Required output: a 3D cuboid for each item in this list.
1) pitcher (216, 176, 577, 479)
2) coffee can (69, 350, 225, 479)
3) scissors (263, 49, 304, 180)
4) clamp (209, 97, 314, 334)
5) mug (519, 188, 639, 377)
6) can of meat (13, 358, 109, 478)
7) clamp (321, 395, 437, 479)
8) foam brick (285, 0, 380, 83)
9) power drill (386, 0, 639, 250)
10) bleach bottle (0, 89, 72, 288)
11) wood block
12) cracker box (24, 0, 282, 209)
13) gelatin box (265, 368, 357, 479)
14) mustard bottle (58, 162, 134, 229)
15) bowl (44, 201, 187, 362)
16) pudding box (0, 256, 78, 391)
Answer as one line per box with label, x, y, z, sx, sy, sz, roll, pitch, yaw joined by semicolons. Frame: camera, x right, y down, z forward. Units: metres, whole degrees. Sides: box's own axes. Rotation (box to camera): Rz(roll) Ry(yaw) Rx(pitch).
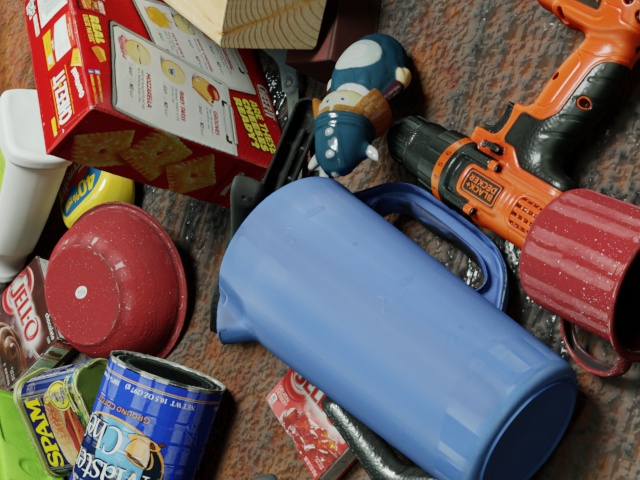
pitcher;0.058;0.059;0.733;0.243;0.144;0.149;36;110;36
coffee can;-0.149;0.175;0.898;0.103;0.102;0.140;18;90;44
scissors;-0.012;-0.153;0.931;0.096;0.016;0.202;-36;56;29
clamp;-0.056;0.001;0.849;0.036;0.164;0.210;23;116;7
mug;0.178;0.028;0.663;0.082;0.093;0.117;29;124;48
can of meat;-0.222;0.162;0.980;0.084;0.057;0.102;-16;98;35
clamp;0.052;0.195;0.743;0.172;0.039;0.120;29;113;34
foam brick;0.011;-0.176;0.891;0.051;0.052;0.078;0;76;42
power drill;0.143;-0.100;0.748;0.185;0.057;0.188;39;106;42
bleach bottle;-0.313;-0.032;1.094;0.251;0.068;0.102;-61;39;42
wood block;-0.083;-0.237;0.887;0.206;0.090;0.090;44;130;46
cracker box;-0.136;-0.124;0.898;0.072;0.213;0.164;-37;55;31
gelatin box;0.005;0.129;0.821;0.073;0.030;0.089;-51;50;19
mustard bottle;-0.228;-0.063;1.070;0.096;0.058;0.192;-39;55;33
bowl;-0.201;0.046;0.980;0.162;0.055;0.162;4;98;31
pudding box;-0.294;0.087;1.099;0.090;0.039;0.113;-44;53;24
